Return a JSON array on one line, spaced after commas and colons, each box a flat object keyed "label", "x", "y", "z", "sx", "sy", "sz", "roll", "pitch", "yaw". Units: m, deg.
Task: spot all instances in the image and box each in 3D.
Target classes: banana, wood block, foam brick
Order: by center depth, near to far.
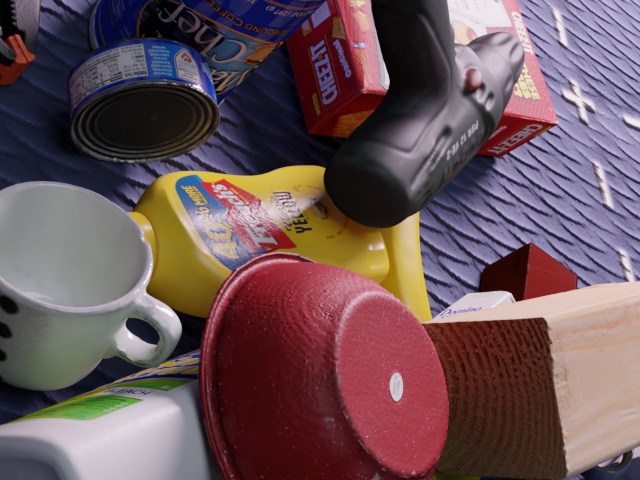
[{"label": "wood block", "x": 0.163, "y": 0.079, "z": 0.660, "sx": 0.205, "sy": 0.091, "sz": 0.090, "roll": -6, "pitch": 88, "yaw": -46}, {"label": "banana", "x": 0.061, "y": -0.002, "z": 0.745, "sx": 0.069, "sy": 0.037, "sz": 0.197, "roll": 28, "pitch": 50, "yaw": -26}, {"label": "foam brick", "x": 0.149, "y": 0.051, "z": 0.777, "sx": 0.051, "sy": 0.053, "sz": 0.078, "roll": 35, "pitch": 48, "yaw": -20}]

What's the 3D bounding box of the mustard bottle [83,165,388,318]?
[{"label": "mustard bottle", "x": -0.054, "y": 0.000, "z": 0.629, "sx": 0.191, "sy": 0.058, "sz": 0.096, "roll": -5, "pitch": 54, "yaw": -41}]

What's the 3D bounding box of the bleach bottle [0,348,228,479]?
[{"label": "bleach bottle", "x": -0.064, "y": 0.088, "z": 0.556, "sx": 0.250, "sy": 0.103, "sz": 0.068, "roll": -22, "pitch": 100, "yaw": -54}]

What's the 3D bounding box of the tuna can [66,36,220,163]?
[{"label": "tuna can", "x": -0.103, "y": -0.080, "z": 0.618, "sx": 0.085, "sy": 0.086, "sz": 0.034, "roll": 8, "pitch": 59, "yaw": -37}]

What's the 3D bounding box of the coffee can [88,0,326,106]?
[{"label": "coffee can", "x": -0.065, "y": -0.151, "z": 0.653, "sx": 0.102, "sy": 0.141, "sz": 0.103, "roll": 21, "pitch": 53, "yaw": -30}]

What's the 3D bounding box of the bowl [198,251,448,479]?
[{"label": "bowl", "x": 0.016, "y": 0.076, "z": 0.528, "sx": 0.161, "sy": 0.055, "sz": 0.162, "roll": 27, "pitch": 53, "yaw": -43}]

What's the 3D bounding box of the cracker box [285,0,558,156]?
[{"label": "cracker box", "x": 0.070, "y": -0.156, "z": 0.821, "sx": 0.213, "sy": 0.072, "sz": 0.164, "roll": 2, "pitch": 66, "yaw": -41}]
